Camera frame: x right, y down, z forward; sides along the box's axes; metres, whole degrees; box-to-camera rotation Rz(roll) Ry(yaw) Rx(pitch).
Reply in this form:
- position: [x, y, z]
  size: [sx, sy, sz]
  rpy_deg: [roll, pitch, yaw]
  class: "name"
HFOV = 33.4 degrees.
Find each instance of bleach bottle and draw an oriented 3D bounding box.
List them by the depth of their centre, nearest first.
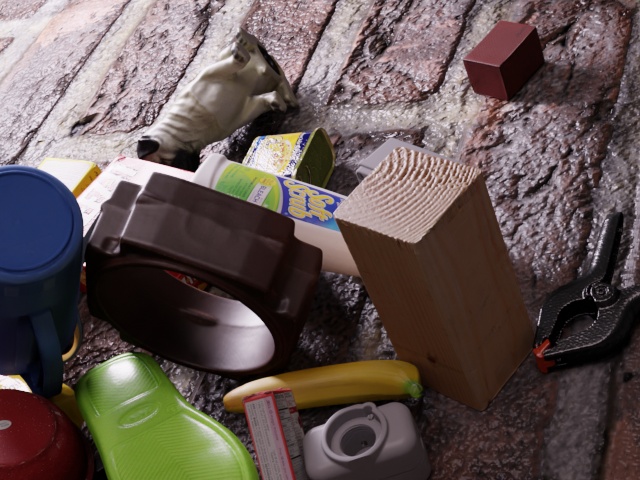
- position: [0.000, -0.013, 1.006]
  size: [0.251, 0.068, 0.102]
  rpy_deg: [13, 32, 9]
  class: "bleach bottle"

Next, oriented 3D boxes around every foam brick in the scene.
- position: [0.210, -0.205, 1.217]
  size: [0.053, 0.051, 0.078]
  rpy_deg: [23, 59, 41]
  class: "foam brick"

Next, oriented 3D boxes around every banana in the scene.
- position: [0.010, 0.129, 0.949]
  size: [0.198, 0.069, 0.037]
  rpy_deg: [-10, 82, 27]
  class: "banana"

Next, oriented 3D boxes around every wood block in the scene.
- position: [0.100, 0.034, 0.889]
  size: [0.091, 0.206, 0.090]
  rpy_deg: [21, 58, 41]
  class: "wood block"

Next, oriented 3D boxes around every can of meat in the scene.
- position: [-0.041, -0.077, 1.203]
  size: [0.084, 0.057, 0.102]
  rpy_deg: [-3, 44, 28]
  class: "can of meat"

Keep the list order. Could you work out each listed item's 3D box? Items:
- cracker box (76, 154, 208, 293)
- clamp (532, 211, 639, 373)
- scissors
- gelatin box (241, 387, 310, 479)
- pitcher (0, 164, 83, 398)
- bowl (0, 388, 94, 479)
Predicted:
- position: [-0.198, -0.008, 1.197]
  size: [0.214, 0.072, 0.164]
  rpy_deg: [16, 55, 39]
  class: "cracker box"
- position: [0.245, 0.045, 0.934]
  size: [0.171, 0.039, 0.120]
  rpy_deg: [-32, 39, -8]
  class: "clamp"
- position: [-0.249, 0.048, 1.115]
  size: [0.201, 0.096, 0.016]
  rpy_deg: [-44, 10, -6]
  class: "scissors"
- position: [-0.034, 0.168, 0.887]
  size: [0.030, 0.073, 0.089]
  rpy_deg: [-18, 81, 9]
  class: "gelatin box"
- position: [-0.274, 0.038, 0.967]
  size: [0.149, 0.243, 0.145]
  rpy_deg: [25, 63, -6]
  class: "pitcher"
- position: [-0.279, 0.182, 0.936]
  size: [0.162, 0.055, 0.162]
  rpy_deg: [8, 36, -6]
  class: "bowl"
